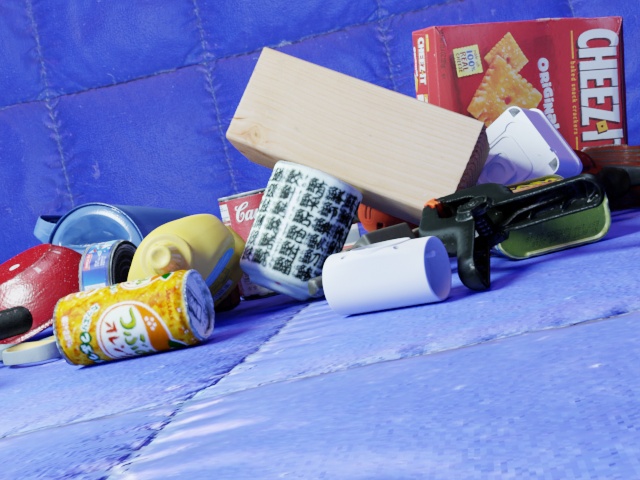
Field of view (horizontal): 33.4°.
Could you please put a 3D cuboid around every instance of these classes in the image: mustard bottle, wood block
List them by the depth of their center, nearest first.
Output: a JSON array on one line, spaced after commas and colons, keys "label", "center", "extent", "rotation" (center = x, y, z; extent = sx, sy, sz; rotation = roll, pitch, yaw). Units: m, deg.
[{"label": "mustard bottle", "center": [-0.111, 0.022, 0.873], "extent": [0.096, 0.058, 0.191], "rotation": [-43, -7, -1]}, {"label": "wood block", "center": [0.035, -0.085, 0.943], "extent": [0.206, 0.091, 0.090], "rotation": [21, -6, 16]}]

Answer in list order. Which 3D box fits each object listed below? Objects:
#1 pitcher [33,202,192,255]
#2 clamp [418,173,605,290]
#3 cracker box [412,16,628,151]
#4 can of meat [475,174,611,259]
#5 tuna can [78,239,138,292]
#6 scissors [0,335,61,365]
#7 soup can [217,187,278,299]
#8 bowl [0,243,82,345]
[{"label": "pitcher", "center": [-0.243, 0.011, 1.367], "extent": [0.145, 0.149, 0.242], "rotation": [-24, -4, 15]}, {"label": "clamp", "center": [0.114, -0.007, 0.779], "extent": [0.120, 0.039, 0.172], "rotation": [-31, 12, -23]}, {"label": "cracker box", "center": [0.209, -0.144, 1.107], "extent": [0.213, 0.164, 0.072], "rotation": [-6, 7, -14]}, {"label": "can of meat", "center": [0.178, -0.019, 0.885], "extent": [0.102, 0.057, 0.084], "rotation": [-14, 6, -7]}, {"label": "tuna can", "center": [-0.196, 0.042, 1.026], "extent": [0.034, 0.086, 0.086], "rotation": [-10, 3, 17]}, {"label": "scissors", "center": [-0.263, 0.097, 0.962], "extent": [0.096, 0.016, 0.202], "rotation": [-12, 2, -32]}, {"label": "soup can", "center": [-0.057, 0.001, 1.047], "extent": [0.068, 0.102, 0.068], "rotation": [-12, 3, 0]}, {"label": "bowl", "center": [-0.303, 0.050, 1.100], "extent": [0.162, 0.055, 0.162], "rotation": [-26, 19, 9]}]
